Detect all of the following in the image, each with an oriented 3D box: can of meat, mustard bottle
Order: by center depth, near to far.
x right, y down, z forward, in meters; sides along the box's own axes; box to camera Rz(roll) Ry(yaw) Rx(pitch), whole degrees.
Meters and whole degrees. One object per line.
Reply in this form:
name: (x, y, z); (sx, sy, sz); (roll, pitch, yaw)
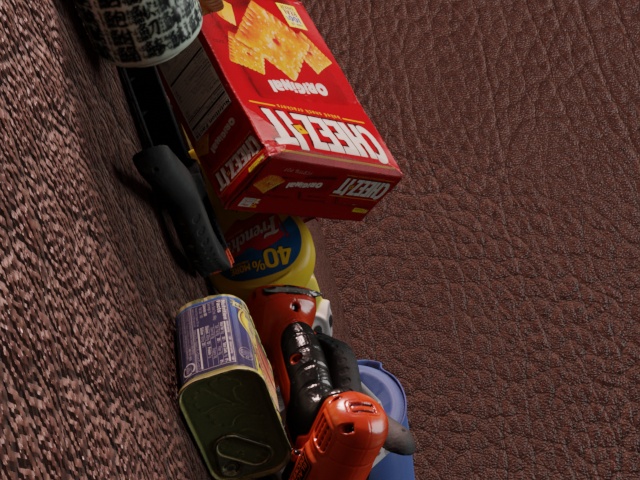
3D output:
can of meat: (-0.061, 0.099, 0.723); (0.084, 0.057, 0.102); (-107, 179, -53)
mustard bottle: (-0.056, 0.001, 0.936); (0.058, 0.096, 0.191); (71, 4, -72)

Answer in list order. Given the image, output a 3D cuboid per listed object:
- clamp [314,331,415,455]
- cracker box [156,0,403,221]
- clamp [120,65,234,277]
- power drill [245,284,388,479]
clamp: (0.018, 0.132, 0.839); (0.039, 0.120, 0.171); (12, 46, -39)
cracker box: (-0.044, -0.123, 0.898); (0.163, 0.072, 0.214); (3, 49, -47)
clamp: (-0.110, -0.053, 0.811); (0.210, 0.036, 0.164); (71, 1, -53)
power drill: (-0.021, 0.140, 0.806); (0.185, 0.057, 0.188); (-65, -146, 32)
